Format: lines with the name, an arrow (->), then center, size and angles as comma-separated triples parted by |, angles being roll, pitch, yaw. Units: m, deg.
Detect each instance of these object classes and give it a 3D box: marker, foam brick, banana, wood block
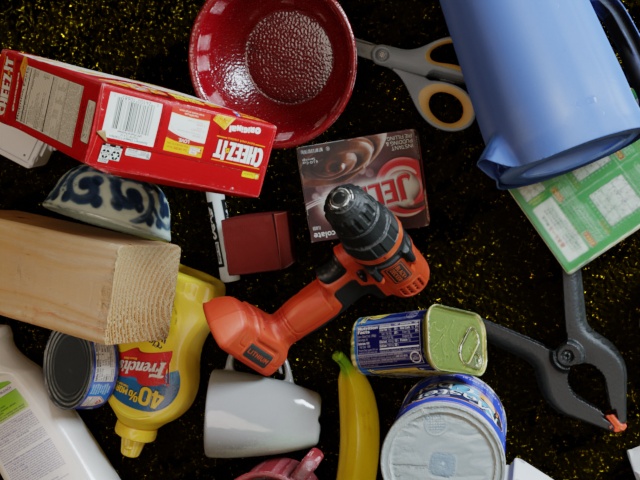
marker -> -0.097, -0.020, 1.029 | 0.020, 0.020, 0.121 | -9, 92, 11
foam brick -> -0.057, 0.001, 0.993 | 0.051, 0.078, 0.053 | -6, 93, 9
banana -> 0.026, 0.203, 0.993 | 0.037, 0.069, 0.198 | -6, 79, 45
wood block -> -0.242, 0.030, 0.992 | 0.206, 0.090, 0.090 | 12, 95, 30

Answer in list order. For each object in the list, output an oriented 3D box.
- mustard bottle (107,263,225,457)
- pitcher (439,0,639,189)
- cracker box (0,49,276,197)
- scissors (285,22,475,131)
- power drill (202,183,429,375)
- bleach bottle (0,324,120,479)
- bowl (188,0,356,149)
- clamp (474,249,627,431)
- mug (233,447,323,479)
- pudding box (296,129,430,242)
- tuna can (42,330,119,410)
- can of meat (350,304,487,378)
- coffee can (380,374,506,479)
mustard bottle -> -0.160, 0.118, 1.031 | 0.096, 0.058, 0.192 | 18, 98, 17
pitcher -> 0.183, -0.176, 0.908 | 0.145, 0.149, 0.243 | -23, 80, 27
cracker box -> -0.166, -0.101, 0.914 | 0.214, 0.163, 0.072 | 24, 101, 51
scissors -> 0.064, -0.152, 0.991 | 0.202, 0.016, 0.096 | 4, 95, 11
power drill -> -0.006, 0.037, 0.935 | 0.188, 0.184, 0.057 | -31, 56, 9
bleach bottle -> -0.289, 0.174, 1.059 | 0.103, 0.068, 0.251 | -31, 86, 11
bowl -> -0.037, -0.167, 0.981 | 0.162, 0.055, 0.162 | 4, 103, 17
clamp -> 0.212, 0.104, 0.971 | 0.120, 0.039, 0.171 | -28, 82, 18
mug -> -0.036, 0.237, 0.974 | 0.093, 0.081, 0.117 | 34, 98, 7
pudding box -> 0.040, -0.051, 0.990 | 0.113, 0.039, 0.090 | -8, 93, 11
tuna can -> -0.231, 0.120, 1.029 | 0.086, 0.033, 0.086 | -7, 80, 44
can of meat -> 0.087, 0.093, 0.950 | 0.084, 0.101, 0.057 | -10, 75, 36
coffee can -> 0.112, 0.179, 0.942 | 0.103, 0.140, 0.103 | 1, 94, 10
